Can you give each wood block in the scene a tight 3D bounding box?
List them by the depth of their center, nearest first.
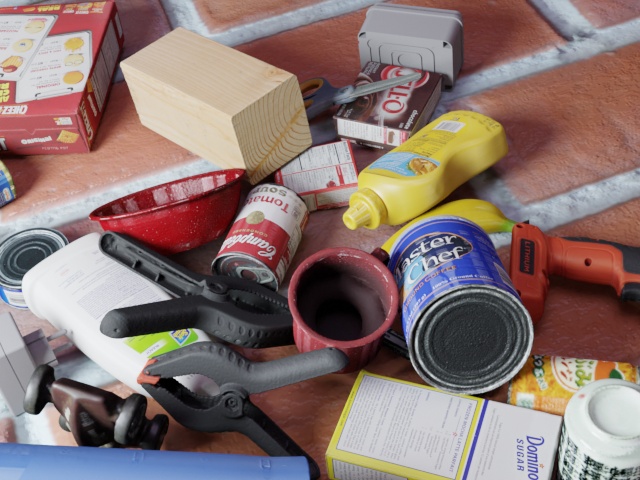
[{"bbox_3d":[-0.115,-0.150,1.158,0.090,0.090,0.206,-37,44,-25],"label":"wood block"}]

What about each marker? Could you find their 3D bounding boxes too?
[{"bbox_3d":[0.096,0.107,0.955,0.121,0.020,0.020,27,56,29],"label":"marker"}]

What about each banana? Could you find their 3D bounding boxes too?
[{"bbox_3d":[0.105,0.007,1.036,0.197,0.037,0.070,-28,47,-17],"label":"banana"}]

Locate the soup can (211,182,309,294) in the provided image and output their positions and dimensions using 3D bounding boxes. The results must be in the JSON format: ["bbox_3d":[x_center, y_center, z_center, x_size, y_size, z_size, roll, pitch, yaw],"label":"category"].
[{"bbox_3d":[-0.057,0.001,1.044,0.068,0.068,0.102,9,48,16],"label":"soup can"}]

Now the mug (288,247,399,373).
[{"bbox_3d":[0.024,0.056,0.928,0.093,0.081,0.117,29,64,12],"label":"mug"}]

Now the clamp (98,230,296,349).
[{"bbox_3d":[-0.107,0.051,0.967,0.209,0.036,0.165,12,25,-25],"label":"clamp"}]

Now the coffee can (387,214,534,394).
[{"bbox_3d":[0.116,0.052,0.917,0.103,0.103,0.140,-9,25,0],"label":"coffee can"}]

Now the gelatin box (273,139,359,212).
[{"bbox_3d":[-0.004,-0.065,1.125,0.089,0.030,0.073,-11,45,-2],"label":"gelatin box"}]

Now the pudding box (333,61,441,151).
[{"bbox_3d":[0.076,-0.149,1.185,0.090,0.039,0.113,13,50,19],"label":"pudding box"}]

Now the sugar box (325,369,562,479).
[{"bbox_3d":[0.102,0.171,0.877,0.176,0.048,0.093,14,50,15],"label":"sugar box"}]

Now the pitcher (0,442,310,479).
[{"bbox_3d":[-0.131,0.210,0.782,0.242,0.149,0.145,8,58,-6],"label":"pitcher"}]

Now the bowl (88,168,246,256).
[{"bbox_3d":[-0.144,-0.023,1.059,0.162,0.055,0.162,-15,12,3],"label":"bowl"}]

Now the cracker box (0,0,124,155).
[{"bbox_3d":[-0.334,-0.193,1.265,0.164,0.072,0.213,-2,48,7],"label":"cracker box"}]

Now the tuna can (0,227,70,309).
[{"bbox_3d":[-0.288,0.027,1.075,0.086,0.034,0.086,-4,47,4],"label":"tuna can"}]

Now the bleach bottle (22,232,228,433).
[{"bbox_3d":[-0.164,0.094,0.977,0.102,0.068,0.251,-36,54,-24],"label":"bleach bottle"}]

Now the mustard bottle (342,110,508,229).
[{"bbox_3d":[0.095,-0.065,1.074,0.191,0.058,0.096,-35,32,-30],"label":"mustard bottle"}]

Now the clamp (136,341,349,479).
[{"bbox_3d":[-0.061,0.119,0.874,0.171,0.120,0.039,22,12,-3],"label":"clamp"}]

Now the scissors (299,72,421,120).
[{"bbox_3d":[0.027,-0.168,1.172,0.202,0.016,0.096,-19,32,26],"label":"scissors"}]

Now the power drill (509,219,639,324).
[{"bbox_3d":[0.264,0.048,0.963,0.188,0.057,0.184,4,44,8],"label":"power drill"}]
